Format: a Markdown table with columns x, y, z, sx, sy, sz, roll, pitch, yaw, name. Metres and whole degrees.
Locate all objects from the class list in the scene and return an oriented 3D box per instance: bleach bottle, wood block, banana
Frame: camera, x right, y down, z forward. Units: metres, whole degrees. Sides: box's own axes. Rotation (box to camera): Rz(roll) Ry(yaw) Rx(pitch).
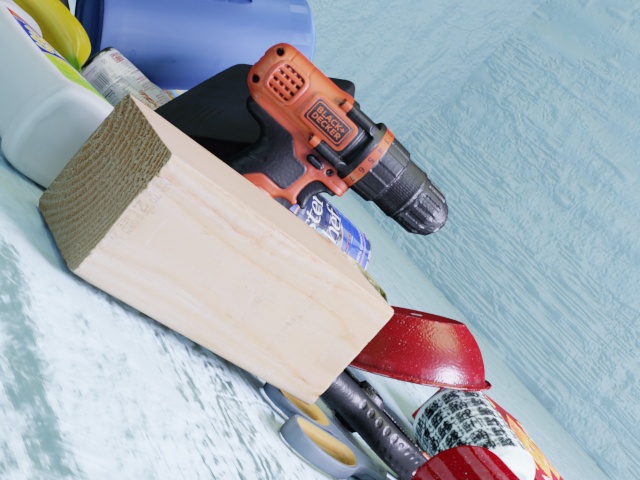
| x | y | z | sx | sy | sz | roll | pitch | yaw | name |
| --- | --- | --- | --- | --- | --- | --- | --- | --- | --- |
| -0.218 | -0.125 | 0.763 | 0.251 | 0.068 | 0.102 | 47 | 5 | 39 | bleach bottle |
| -0.062 | 0.011 | 0.675 | 0.205 | 0.090 | 0.091 | 36 | 8 | -40 | wood block |
| -0.257 | -0.209 | 0.888 | 0.198 | 0.037 | 0.069 | 42 | 8 | -1 | banana |

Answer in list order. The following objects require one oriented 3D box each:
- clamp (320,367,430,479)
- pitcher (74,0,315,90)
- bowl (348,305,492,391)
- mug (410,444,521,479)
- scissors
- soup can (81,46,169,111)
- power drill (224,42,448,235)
| x | y | z | sx | sy | sz | roll | pitch | yaw | name |
| --- | --- | --- | --- | --- | --- | --- | --- | --- | --- |
| 0.026 | 0.127 | 0.826 | 0.171 | 0.039 | 0.120 | 45 | 7 | 0 | clamp |
| -0.129 | -0.225 | 1.118 | 0.242 | 0.145 | 0.149 | 1 | 5 | -25 | pitcher |
| 0.087 | 0.096 | 1.010 | 0.162 | 0.055 | 0.162 | 11 | 2 | -1 | bowl |
| 0.115 | 0.193 | 0.713 | 0.117 | 0.093 | 0.082 | 23 | 10 | -25 | mug |
| 0.022 | 0.149 | 0.757 | 0.096 | 0.016 | 0.201 | 49 | 7 | 37 | scissors |
| -0.176 | -0.118 | 0.972 | 0.102 | 0.068 | 0.068 | 45 | 6 | -2 | soup can |
| -0.023 | -0.023 | 0.792 | 0.184 | 0.188 | 0.057 | 43 | 5 | -8 | power drill |
